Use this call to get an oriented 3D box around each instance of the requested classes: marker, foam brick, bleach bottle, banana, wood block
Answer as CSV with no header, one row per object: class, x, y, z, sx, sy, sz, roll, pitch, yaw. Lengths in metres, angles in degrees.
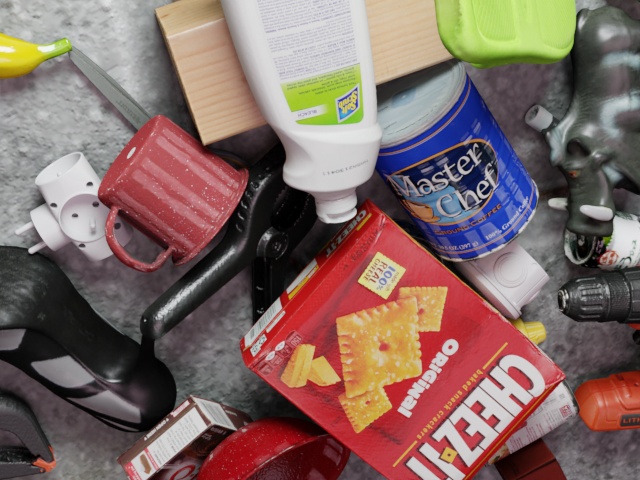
marker,0.228,-0.080,0.935,0.121,0.020,0.020,31,102,-23
foam brick,0.197,0.215,1.023,0.053,0.078,0.051,-29,117,2
bleach bottle,-0.015,-0.125,0.733,0.102,0.068,0.251,-14,119,-7
banana,-0.278,-0.175,0.764,0.197,0.037,0.069,37,83,-26
wood block,-0.010,-0.157,0.805,0.206,0.090,0.091,-20,117,-5

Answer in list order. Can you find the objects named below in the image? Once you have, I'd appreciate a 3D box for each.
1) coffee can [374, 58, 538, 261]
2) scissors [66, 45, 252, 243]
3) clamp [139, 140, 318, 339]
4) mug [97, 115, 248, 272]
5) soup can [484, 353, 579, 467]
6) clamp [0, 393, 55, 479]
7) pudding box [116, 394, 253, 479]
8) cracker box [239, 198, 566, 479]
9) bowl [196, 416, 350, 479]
coffee can,0.099,-0.066,0.854,0.103,0.103,0.140,-37,123,3
scissors,-0.136,-0.064,0.855,0.201,0.016,0.096,30,103,-23
clamp,-0.056,0.001,0.862,0.164,0.036,0.210,6,111,-54
mug,-0.120,-0.031,0.807,0.081,0.093,0.117,38,68,-19
soup can,0.181,0.157,0.999,0.102,0.068,0.068,-30,116,0
clamp,-0.308,0.162,0.898,0.120,0.039,0.171,-45,115,9
pudding box,-0.109,0.182,0.926,0.090,0.039,0.113,-42,150,5
cracker box,0.067,0.097,0.872,0.213,0.072,0.164,40,96,-14
bowl,-0.053,0.203,0.921,0.162,0.055,0.162,-30,150,-19
